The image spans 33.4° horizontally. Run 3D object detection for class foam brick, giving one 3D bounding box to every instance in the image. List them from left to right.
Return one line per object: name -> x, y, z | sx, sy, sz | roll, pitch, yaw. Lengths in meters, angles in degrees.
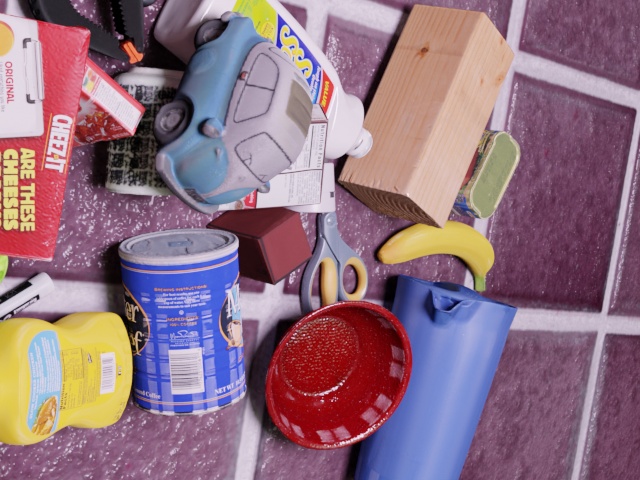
foam brick -> -0.057, 0.001, 0.994 | 0.051, 0.078, 0.053 | -37, 124, -32

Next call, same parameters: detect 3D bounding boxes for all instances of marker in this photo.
marker -> -0.267, 0.063, 0.851 | 0.120, 0.020, 0.020 | -34, 120, -33

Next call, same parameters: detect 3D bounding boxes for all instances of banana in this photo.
banana -> 0.142, 0.011, 1.206 | 0.197, 0.037, 0.069 | 17, 86, -43

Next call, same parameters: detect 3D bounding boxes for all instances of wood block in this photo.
wood block -> 0.111, -0.129, 1.104 | 0.090, 0.091, 0.206 | 36, 74, -52

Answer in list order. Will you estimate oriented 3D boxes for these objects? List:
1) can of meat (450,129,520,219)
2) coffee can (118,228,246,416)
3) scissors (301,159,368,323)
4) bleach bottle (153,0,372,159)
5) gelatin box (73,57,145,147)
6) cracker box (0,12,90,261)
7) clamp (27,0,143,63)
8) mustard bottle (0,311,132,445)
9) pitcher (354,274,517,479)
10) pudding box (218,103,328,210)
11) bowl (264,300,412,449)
can of meat -> 0.160, -0.076, 1.173 | 0.057, 0.084, 0.102 | 38, 73, -41
coffee can -> -0.119, 0.069, 0.932 | 0.102, 0.103, 0.140 | -14, 108, -40
scissors -> 0.020, -0.013, 1.104 | 0.096, 0.016, 0.202 | 3, 96, -44
bleach bottle -> -0.033, -0.156, 0.986 | 0.250, 0.068, 0.102 | 34, 79, -41
gelatin box -> -0.194, -0.108, 0.835 | 0.073, 0.089, 0.030 | 43, 55, -39
cracker box -> -0.278, -0.084, 0.720 | 0.213, 0.072, 0.164 | 8, 100, -21
clamp -> -0.194, -0.233, 0.827 | 0.164, 0.036, 0.210 | -45, 124, -10
mustard bottle -> -0.222, 0.108, 0.829 | 0.191, 0.058, 0.096 | 1, 92, -66
pitcher -> 0.122, 0.165, 1.169 | 0.149, 0.145, 0.243 | 14, 92, -31
pudding box -> -0.052, -0.075, 0.961 | 0.113, 0.039, 0.090 | -5, 125, -16
bowl -> 0.010, 0.127, 1.079 | 0.161, 0.055, 0.162 | -8, 111, -22
